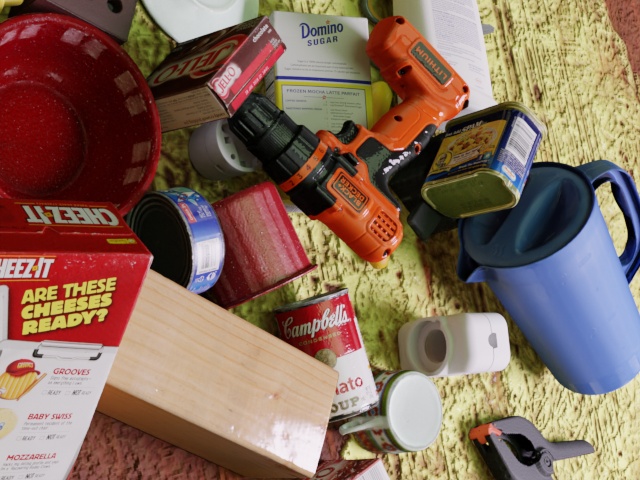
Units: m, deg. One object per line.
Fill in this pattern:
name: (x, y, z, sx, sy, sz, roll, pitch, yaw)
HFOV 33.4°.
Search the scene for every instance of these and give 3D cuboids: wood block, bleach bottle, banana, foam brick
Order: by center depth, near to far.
wood block: (-0.097, 0.103, 0.809, 0.205, 0.091, 0.090, 32, 61, -31)
foam brick: (-0.189, -0.184, 0.823, 0.078, 0.051, 0.053, 24, 65, -34)
banana: (0.049, -0.074, 1.010, 0.069, 0.037, 0.198, 21, 67, -34)
bleach bottle: (0.119, -0.239, 1.070, 0.102, 0.068, 0.251, 11, 69, -38)

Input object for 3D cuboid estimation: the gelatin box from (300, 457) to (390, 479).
gelatin box: (0.003, 0.213, 0.880, 0.089, 0.073, 0.030, -30, 98, -40)

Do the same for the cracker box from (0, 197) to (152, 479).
cracker box: (-0.216, 0.077, 0.648, 0.163, 0.072, 0.214, 1, 123, -40)

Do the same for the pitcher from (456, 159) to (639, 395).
pitcher: (0.250, 0.040, 1.059, 0.242, 0.149, 0.145, 53, 43, -38)

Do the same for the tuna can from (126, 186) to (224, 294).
tuna can: (-0.112, 0.002, 0.822, 0.033, 0.086, 0.086, -14, 89, -43)

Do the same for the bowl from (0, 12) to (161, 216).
bowl: (-0.200, -0.082, 0.787, 0.161, 0.055, 0.162, 11, 73, -38)

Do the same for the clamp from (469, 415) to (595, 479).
clamp: (0.223, 0.222, 1.087, 0.171, 0.039, 0.120, 43, 40, -20)

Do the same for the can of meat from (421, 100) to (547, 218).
can of meat: (0.150, -0.072, 0.990, 0.057, 0.102, 0.084, 42, 57, -26)

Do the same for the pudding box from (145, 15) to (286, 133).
pudding box: (-0.093, -0.130, 0.850, 0.039, 0.114, 0.090, 54, 51, -25)

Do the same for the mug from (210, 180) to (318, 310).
mug: (-0.056, 0.001, 0.877, 0.081, 0.093, 0.117, 66, 23, -2)

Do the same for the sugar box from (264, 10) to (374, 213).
sugar box: (-0.001, -0.113, 0.955, 0.093, 0.048, 0.176, 1, 76, -18)

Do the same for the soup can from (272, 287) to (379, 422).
soup can: (0.005, 0.098, 0.910, 0.068, 0.069, 0.102, -16, 90, -41)

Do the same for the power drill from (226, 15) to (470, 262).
power drill: (0.030, -0.102, 0.905, 0.184, 0.057, 0.187, 44, 66, -16)

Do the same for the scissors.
scissors: (0.109, -0.233, 1.112, 0.201, 0.016, 0.096, -33, 101, -40)
